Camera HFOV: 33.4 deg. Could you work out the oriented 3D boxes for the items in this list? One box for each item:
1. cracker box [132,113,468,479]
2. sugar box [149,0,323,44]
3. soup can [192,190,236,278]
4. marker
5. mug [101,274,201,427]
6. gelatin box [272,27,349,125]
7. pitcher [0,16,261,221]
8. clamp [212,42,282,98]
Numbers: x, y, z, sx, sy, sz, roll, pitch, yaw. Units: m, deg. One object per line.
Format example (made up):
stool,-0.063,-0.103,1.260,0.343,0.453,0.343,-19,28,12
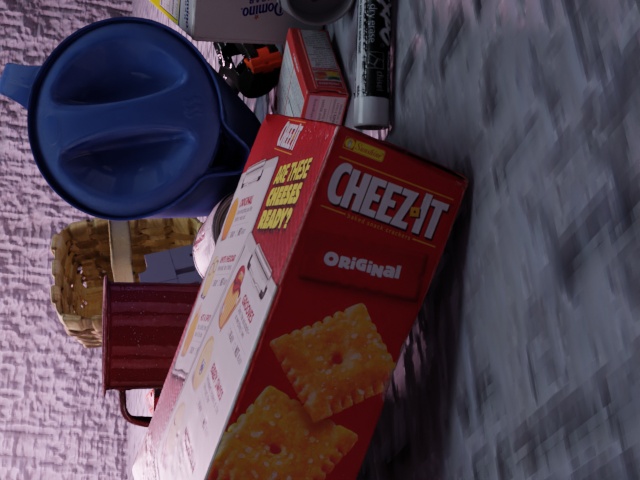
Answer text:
cracker box,-0.019,0.052,0.513,0.164,0.072,0.214,-147,78,-74
sugar box,-0.067,-0.180,0.776,0.176,0.093,0.048,-137,49,-62
soup can,-0.055,0.001,0.793,0.102,0.068,0.068,147,124,-74
marker,0.028,-0.119,0.560,0.020,0.020,0.121,171,100,-77
mug,-0.127,0.085,0.823,0.093,0.081,0.117,152,118,-76
gelatin box,-0.009,-0.080,0.691,0.073,0.030,0.089,-104,20,-46
pitcher,-0.122,-0.081,0.805,0.149,0.145,0.242,63,-174,5
clamp,-0.076,-0.176,0.918,0.172,0.039,0.120,22,136,66
